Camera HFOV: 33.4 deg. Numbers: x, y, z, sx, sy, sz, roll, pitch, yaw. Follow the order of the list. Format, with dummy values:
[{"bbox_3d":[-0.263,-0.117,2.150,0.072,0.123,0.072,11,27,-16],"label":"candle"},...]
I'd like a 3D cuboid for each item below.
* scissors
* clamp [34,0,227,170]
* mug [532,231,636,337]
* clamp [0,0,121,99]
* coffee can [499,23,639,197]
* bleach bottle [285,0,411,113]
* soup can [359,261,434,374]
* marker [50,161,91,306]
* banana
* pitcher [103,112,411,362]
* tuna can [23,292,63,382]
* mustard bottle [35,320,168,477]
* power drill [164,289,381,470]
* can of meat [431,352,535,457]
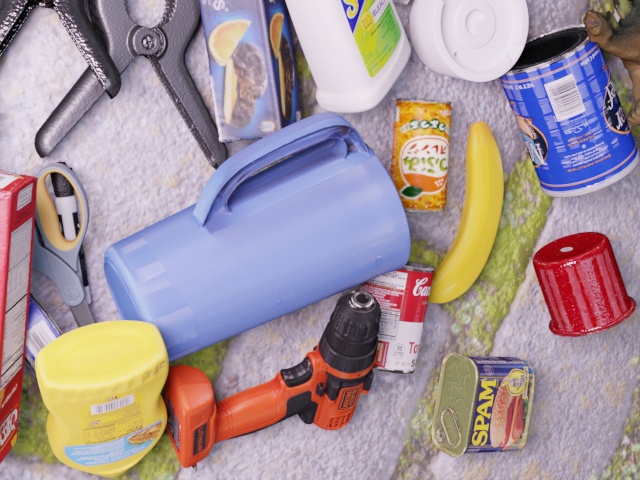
[{"bbox_3d":[-0.223,0.037,0.871,0.096,0.016,0.202,-3,105,-5],"label":"scissors"},{"bbox_3d":[-0.156,-0.158,0.877,0.164,0.036,0.210,-5,102,-26],"label":"clamp"},{"bbox_3d":[0.275,0.038,1.114,0.117,0.093,0.081,-40,113,-51],"label":"mug"},{"bbox_3d":[-0.206,-0.187,0.828,0.120,0.039,0.171,9,88,-15],"label":"clamp"},{"bbox_3d":[0.244,-0.128,1.055,0.102,0.103,0.140,-33,112,-19],"label":"coffee can"},{"bbox_3d":[-0.001,-0.233,0.886,0.102,0.068,0.250,-56,136,-33],"label":"bleach bottle"},{"bbox_3d":[0.066,0.069,1.012,0.068,0.069,0.102,8,94,-29],"label":"soup can"},{"bbox_3d":[-0.207,-0.005,0.885,0.020,0.020,0.121,-11,103,-26],"label":"marker"},{"bbox_3d":[0.145,-0.017,1.058,0.069,0.037,0.198,24,87,-29],"label":"banana"},{"bbox_3d":[-0.056,0.001,0.903,0.242,0.145,0.149,-24,91,-19],"label":"pitcher"},{"bbox_3d":[-0.231,0.074,0.848,0.033,0.086,0.086,-37,113,-20],"label":"tuna can"},{"bbox_3d":[-0.172,0.140,0.859,0.096,0.058,0.192,-15,146,-19],"label":"mustard bottle"},{"bbox_3d":[-0.039,0.123,0.930,0.187,0.057,0.184,-12,141,-21],"label":"power drill"},{"bbox_3d":[0.168,0.167,1.090,0.083,0.058,0.102,5,97,-31],"label":"can of meat"}]
